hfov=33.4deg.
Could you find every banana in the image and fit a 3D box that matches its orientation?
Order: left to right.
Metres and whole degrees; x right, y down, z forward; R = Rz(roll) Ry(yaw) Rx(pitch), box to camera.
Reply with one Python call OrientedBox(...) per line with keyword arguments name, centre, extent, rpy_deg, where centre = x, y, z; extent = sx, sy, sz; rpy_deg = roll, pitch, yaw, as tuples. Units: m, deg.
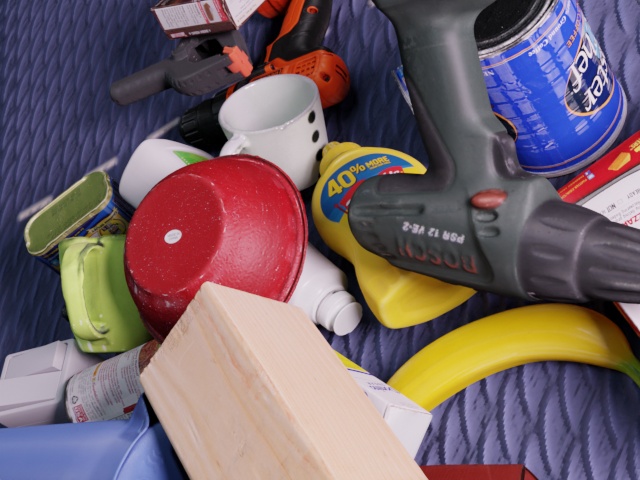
OrientedBox(name="banana", centre=(0.116, 0.081, 0.705), extent=(0.198, 0.037, 0.069), rpy_deg=(-16, 51, 27))

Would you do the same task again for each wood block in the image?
OrientedBox(name="wood block", centre=(-0.019, 0.128, 0.646), extent=(0.090, 0.090, 0.206), rpy_deg=(-55, 45, 16))

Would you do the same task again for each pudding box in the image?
OrientedBox(name="pudding box", centre=(-0.087, -0.232, 0.979), extent=(0.090, 0.039, 0.113), rpy_deg=(0, 43, 38))

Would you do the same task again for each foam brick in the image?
OrientedBox(name="foam brick", centre=(0.094, 0.169, 0.645), extent=(0.078, 0.053, 0.051), rpy_deg=(-9, 54, 32))

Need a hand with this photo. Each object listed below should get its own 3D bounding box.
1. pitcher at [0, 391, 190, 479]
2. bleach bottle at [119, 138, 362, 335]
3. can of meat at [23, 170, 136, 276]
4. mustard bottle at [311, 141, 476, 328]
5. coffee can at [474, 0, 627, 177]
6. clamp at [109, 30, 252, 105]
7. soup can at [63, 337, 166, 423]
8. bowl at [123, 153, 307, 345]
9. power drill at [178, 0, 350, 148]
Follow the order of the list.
OrientedBox(name="pitcher", centre=(-0.176, 0.203, 0.770), extent=(0.243, 0.145, 0.149), rpy_deg=(-8, 46, 39))
OrientedBox(name="bleach bottle", centre=(-0.056, 0.001, 0.860), extent=(0.251, 0.102, 0.068), rpy_deg=(35, 102, 37))
OrientedBox(name="can of meat", centre=(-0.204, -0.005, 0.969), extent=(0.102, 0.083, 0.057), rpy_deg=(-37, 45, 8))
OrientedBox(name="mustard bottle", centre=(0.047, -0.020, 0.813), extent=(0.096, 0.058, 0.192), rpy_deg=(-29, 43, -5))
OrientedBox(name="coffee can", centre=(0.147, -0.125, 0.760), extent=(0.103, 0.140, 0.103), rpy_deg=(-19, 49, 24))
OrientedBox(name="clamp", centre=(-0.118, -0.177, 1.000), extent=(0.172, 0.039, 0.120), rpy_deg=(5, 62, 42))
OrientedBox(name="soup can", centre=(-0.143, 0.119, 0.844), extent=(0.102, 0.068, 0.068), rpy_deg=(-24, 48, 21))
OrientedBox(name="bowl", centre=(-0.091, 0.003, 0.783), extent=(0.162, 0.055, 0.162), rpy_deg=(-12, 67, 29))
OrientedBox(name="power drill", centre=(-0.047, -0.179, 1.005), extent=(0.185, 0.057, 0.187), rpy_deg=(-14, 53, 32))
